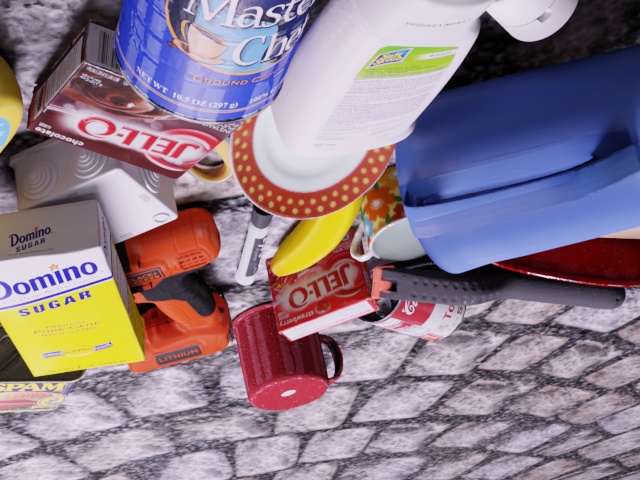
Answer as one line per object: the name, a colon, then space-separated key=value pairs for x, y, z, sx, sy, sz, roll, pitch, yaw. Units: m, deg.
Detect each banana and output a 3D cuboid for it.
banana: x=-0.001 y=-0.028 z=0.863 sx=0.069 sy=0.037 sz=0.198 roll=0 pitch=149 yaw=-6

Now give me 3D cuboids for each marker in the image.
marker: x=-0.056 y=0.001 z=0.906 sx=0.020 sy=0.020 sz=0.121 roll=-4 pitch=150 yaw=-16

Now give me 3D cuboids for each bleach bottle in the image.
bleach bottle: x=0.045 y=-0.115 z=0.599 sx=0.102 sy=0.068 sz=0.251 roll=-13 pitch=172 yaw=-18

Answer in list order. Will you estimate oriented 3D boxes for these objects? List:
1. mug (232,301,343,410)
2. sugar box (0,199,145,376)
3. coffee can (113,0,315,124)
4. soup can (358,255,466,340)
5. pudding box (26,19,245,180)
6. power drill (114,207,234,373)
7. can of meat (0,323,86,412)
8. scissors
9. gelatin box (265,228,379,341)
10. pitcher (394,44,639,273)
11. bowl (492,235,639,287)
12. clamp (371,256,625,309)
mug: x=-0.028 y=0.117 z=1.059 sx=0.117 sy=0.081 sz=0.093 roll=8 pitch=145 yaw=-34
sugar box: x=-0.190 y=0.041 z=0.785 sx=0.093 sy=0.048 sz=0.176 roll=-9 pitch=151 yaw=-2
coffee can: x=-0.050 y=-0.144 z=0.566 sx=0.102 sy=0.103 sz=0.140 roll=-2 pitch=149 yaw=-20
soup can: x=0.083 y=0.054 z=1.008 sx=0.069 sy=0.068 sz=0.102 roll=-33 pitch=146 yaw=31
pudding box: x=-0.117 y=-0.086 z=0.681 sx=0.113 sy=0.039 sz=0.090 roll=20 pitch=146 yaw=-30
power drill: x=-0.160 y=0.050 z=0.910 sx=0.184 sy=0.057 sz=0.187 roll=-14 pitch=151 yaw=2
can of meat: x=-0.276 y=0.120 z=0.987 sx=0.101 sy=0.057 sz=0.084 roll=3 pitch=150 yaw=-26
scissors: x=-0.069 y=-0.100 z=0.726 sx=0.096 sy=0.016 sz=0.202 roll=-13 pitch=151 yaw=-4
gelatin box: x=0.001 y=0.039 z=0.941 sx=0.089 sy=0.073 sz=0.030 roll=-21 pitch=150 yaw=14
pitcher: x=0.177 y=-0.058 z=0.710 sx=0.243 sy=0.149 sz=0.144 roll=-13 pitch=147 yaw=33
bowl: x=0.212 y=-0.004 z=0.924 sx=0.162 sy=0.055 sz=0.162 roll=8 pitch=-171 yaw=-1
clamp: x=0.144 y=0.035 z=0.923 sx=0.209 sy=0.036 sz=0.165 roll=-3 pitch=-168 yaw=-32
